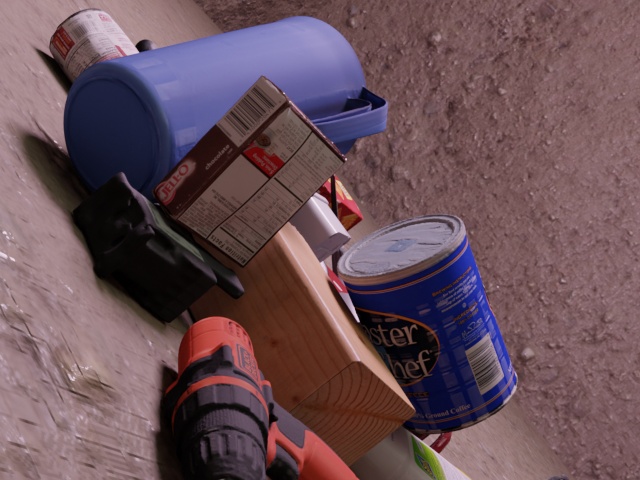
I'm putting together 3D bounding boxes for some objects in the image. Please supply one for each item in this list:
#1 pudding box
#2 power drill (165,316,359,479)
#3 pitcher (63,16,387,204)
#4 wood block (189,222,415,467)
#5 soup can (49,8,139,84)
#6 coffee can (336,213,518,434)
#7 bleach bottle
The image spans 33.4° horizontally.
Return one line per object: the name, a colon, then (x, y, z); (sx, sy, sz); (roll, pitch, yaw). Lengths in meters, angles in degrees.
pudding box: (-0.048, -0.045, 0.741); (0.039, 0.113, 0.090); (49, 5, 36)
power drill: (-0.011, 0.140, 0.608); (0.187, 0.057, 0.184); (49, 8, -19)
pitcher: (-0.071, -0.099, 0.840); (0.242, 0.149, 0.145); (-23, 79, -51)
wood block: (-0.028, 0.064, 0.789); (0.090, 0.090, 0.206); (45, 8, -45)
soup can: (-0.198, -0.157, 0.989); (0.102, 0.068, 0.068); (52, 7, 19)
coffee can: (0.084, 0.064, 0.833); (0.103, 0.103, 0.140); (-110, 178, -72)
bleach bottle: (0.083, 0.204, 0.882); (0.250, 0.068, 0.102); (45, 7, -25)
